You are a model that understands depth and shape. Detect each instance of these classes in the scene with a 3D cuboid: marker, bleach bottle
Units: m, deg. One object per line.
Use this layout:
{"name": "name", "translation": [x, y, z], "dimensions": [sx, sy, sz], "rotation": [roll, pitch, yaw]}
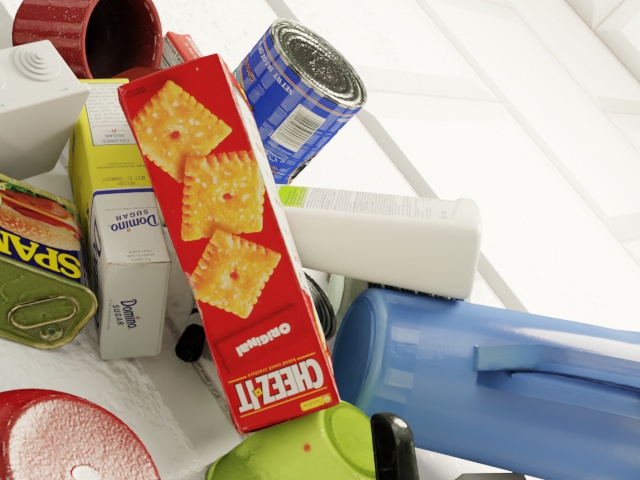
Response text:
{"name": "marker", "translation": [-0.083, 0.049, 0.776], "dimensions": [0.020, 0.020, 0.121], "rotation": [38, 28, -13]}
{"name": "bleach bottle", "translation": [-0.007, -0.011, 0.815], "dimensions": [0.251, 0.068, 0.102], "rotation": [9, 15, 3]}

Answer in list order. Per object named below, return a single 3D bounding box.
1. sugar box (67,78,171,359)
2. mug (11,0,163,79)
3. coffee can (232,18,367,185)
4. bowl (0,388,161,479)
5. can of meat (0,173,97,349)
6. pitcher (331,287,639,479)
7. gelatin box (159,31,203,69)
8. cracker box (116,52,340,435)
{"name": "sugar box", "translation": [-0.138, -0.018, 0.711], "dimensions": [0.048, 0.093, 0.176], "rotation": [-2, 46, -17]}
{"name": "mug", "translation": [-0.186, -0.144, 0.824], "dimensions": [0.082, 0.117, 0.093], "rotation": [11, -15, 30]}
{"name": "coffee can", "translation": [-0.043, -0.103, 0.910], "dimensions": [0.102, 0.140, 0.103], "rotation": [33, 30, -21]}
{"name": "bowl", "translation": [-0.135, 0.133, 0.551], "dimensions": [0.162, 0.055, 0.162], "rotation": [32, 30, -22]}
{"name": "can of meat", "translation": [-0.191, 0.008, 0.647], "dimensions": [0.102, 0.058, 0.084], "rotation": [24, 31, -35]}
{"name": "pitcher", "translation": [0.139, 0.108, 0.807], "dimensions": [0.242, 0.149, 0.145], "rotation": [13, 25, -15]}
{"name": "gelatin box", "translation": [-0.122, -0.114, 0.874], "dimensions": [0.030, 0.089, 0.073], "rotation": [-3, 53, -55]}
{"name": "cracker box", "translation": [-0.054, 0.001, 0.683], "dimensions": [0.164, 0.072, 0.214], "rotation": [-112, -176, -88]}
